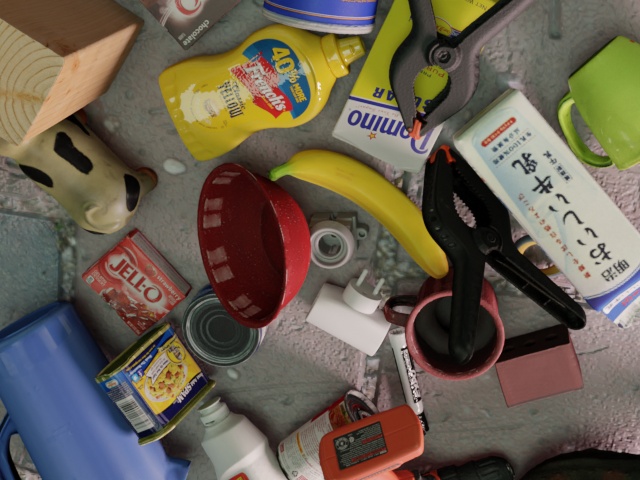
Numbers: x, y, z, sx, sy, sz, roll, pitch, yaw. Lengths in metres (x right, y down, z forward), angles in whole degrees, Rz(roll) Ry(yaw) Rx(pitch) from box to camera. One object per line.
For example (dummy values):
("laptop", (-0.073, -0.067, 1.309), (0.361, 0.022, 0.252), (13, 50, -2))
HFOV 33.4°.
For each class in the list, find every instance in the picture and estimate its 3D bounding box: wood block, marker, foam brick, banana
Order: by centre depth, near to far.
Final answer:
("wood block", (-0.244, -0.166, 0.948), (0.091, 0.206, 0.090), (33, 112, -4))
("banana", (0.045, -0.036, 1.022), (0.197, 0.069, 0.037), (29, 155, -8))
("foam brick", (0.214, 0.123, 1.054), (0.078, 0.053, 0.051), (-18, 106, 14))
("marker", (0.092, 0.148, 1.102), (0.020, 0.020, 0.121), (-10, 108, 13))

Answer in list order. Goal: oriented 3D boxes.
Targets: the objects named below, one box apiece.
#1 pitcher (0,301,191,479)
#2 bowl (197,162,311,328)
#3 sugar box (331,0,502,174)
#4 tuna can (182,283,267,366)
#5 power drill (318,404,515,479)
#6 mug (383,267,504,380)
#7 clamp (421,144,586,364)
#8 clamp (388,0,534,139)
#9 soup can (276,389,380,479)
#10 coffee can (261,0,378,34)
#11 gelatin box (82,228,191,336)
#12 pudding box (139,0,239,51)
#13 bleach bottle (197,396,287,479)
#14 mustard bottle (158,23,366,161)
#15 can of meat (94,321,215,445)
("pitcher", (-0.264, 0.196, 1.124), (0.145, 0.149, 0.243), (-16, 105, 49))
("bowl", (-0.057, 0.001, 1.030), (0.162, 0.055, 0.162), (24, 119, 51))
("sugar box", (0.088, -0.157, 0.979), (0.093, 0.048, 0.176), (25, 111, 0))
("tuna can", (-0.099, 0.087, 1.106), (0.086, 0.033, 0.086), (3, 110, 9))
("power drill", (0.091, 0.235, 1.069), (0.184, 0.057, 0.187), (-24, 138, 8))
("mug", (0.119, 0.075, 1.037), (0.117, 0.081, 0.093), (7, 111, 7))
("clamp", (0.157, 0.008, 0.990), (0.036, 0.164, 0.210), (-42, 58, 49))
("clamp", (0.099, -0.173, 0.923), (0.120, 0.039, 0.172), (27, 114, -2))
("soup can", (0.012, 0.212, 1.113), (0.102, 0.068, 0.068), (-39, 99, 20))
("coffee can", (0.008, -0.259, 0.925), (0.103, 0.102, 0.140), (11, 111, 6))
("gelatin box", (-0.191, 0.044, 1.108), (0.073, 0.030, 0.089), (-39, 99, 20))
("pudding box", (-0.113, -0.246, 0.985), (0.114, 0.039, 0.090), (-40, 99, 20))
("bleach bottle", (-0.063, 0.283, 1.150), (0.103, 0.068, 0.251), (-22, 100, 49))
("mustard bottle", (-0.048, -0.149, 0.999), (0.192, 0.058, 0.096), (-19, 105, 16))
("can of meat", (-0.170, 0.145, 1.095), (0.058, 0.102, 0.084), (-26, 102, 42))
